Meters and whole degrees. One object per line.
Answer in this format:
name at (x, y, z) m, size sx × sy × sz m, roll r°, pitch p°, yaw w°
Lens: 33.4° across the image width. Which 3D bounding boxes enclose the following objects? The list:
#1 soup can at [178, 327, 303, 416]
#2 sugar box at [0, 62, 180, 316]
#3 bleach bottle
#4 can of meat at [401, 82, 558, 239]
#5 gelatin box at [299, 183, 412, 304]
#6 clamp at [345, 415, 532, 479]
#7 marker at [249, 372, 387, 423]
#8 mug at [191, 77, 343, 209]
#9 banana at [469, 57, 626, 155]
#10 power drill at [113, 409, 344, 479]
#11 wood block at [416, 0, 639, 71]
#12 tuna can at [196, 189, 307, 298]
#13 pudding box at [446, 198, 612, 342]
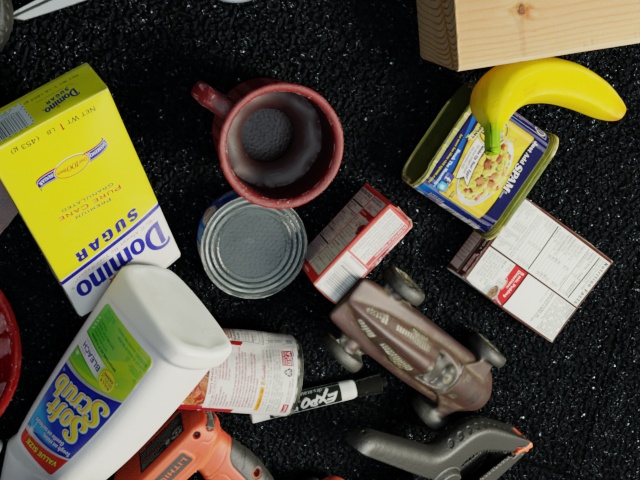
soup can at (-0.071, 0.105, 0.863) m, size 0.102 × 0.068 × 0.068 m, roll 7°, pitch 104°, yaw -16°
sugar box at (-0.170, -0.031, 0.767) m, size 0.093 × 0.048 × 0.176 m, roll -31°, pitch 137°, yaw -13°
bleach bottle at (-0.174, 0.141, 0.818) m, size 0.067 × 0.103 × 0.251 m, roll 6°, pitch 127°, yaw -54°
can of meat at (0.128, -0.066, 0.867) m, size 0.084 × 0.057 × 0.102 m, roll 32°, pitch 96°, yaw -18°
gelatin box at (0.026, 0.002, 0.853) m, size 0.030 × 0.073 × 0.089 m, roll 43°, pitch 92°, yaw -19°
clamp at (0.095, 0.194, 0.908) m, size 0.209 × 0.036 × 0.164 m, roll -20°, pitch 131°, yaw -26°
marker at (-0.002, 0.134, 0.913) m, size 0.121 × 0.020 × 0.020 m, roll -12°, pitch 108°, yaw -10°
mug at (-0.047, -0.084, 0.806) m, size 0.117 × 0.081 × 0.093 m, roll 29°, pitch 97°, yaw -20°
banana at (0.175, -0.114, 0.844) m, size 0.197 × 0.037 × 0.069 m, roll -18°, pitch 94°, yaw -42°
power drill at (-0.083, 0.238, 0.907) m, size 0.187 × 0.057 × 0.184 m, roll 42°, pitch 93°, yaw -22°
wood block at (0.186, -0.195, 0.826) m, size 0.206 × 0.090 × 0.091 m, roll -10°, pitch 109°, yaw -11°
tuna can at (-0.056, 0.001, 0.854) m, size 0.086 × 0.034 × 0.086 m, roll -4°, pitch 107°, yaw -12°
pudding box at (0.180, 0.021, 0.915) m, size 0.113 × 0.039 × 0.090 m, roll 34°, pitch 95°, yaw -22°
